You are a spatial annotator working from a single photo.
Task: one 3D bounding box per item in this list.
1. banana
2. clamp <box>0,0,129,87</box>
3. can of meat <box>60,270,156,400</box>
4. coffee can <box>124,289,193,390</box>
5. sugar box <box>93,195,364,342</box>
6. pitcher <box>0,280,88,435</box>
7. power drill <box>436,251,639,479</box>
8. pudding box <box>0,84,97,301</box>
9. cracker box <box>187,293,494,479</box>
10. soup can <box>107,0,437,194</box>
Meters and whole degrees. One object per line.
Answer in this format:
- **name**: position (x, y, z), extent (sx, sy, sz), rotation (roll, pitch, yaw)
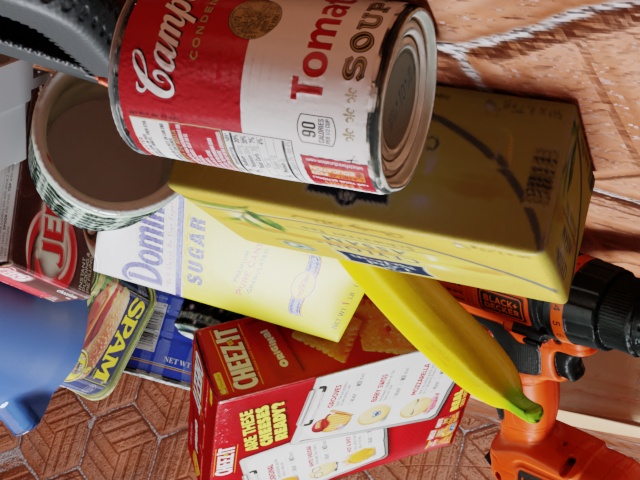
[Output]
- **banana**: position (0.058, 0.032, 0.638), extent (0.198, 0.037, 0.070), rotation (45, 162, 6)
- **clamp**: position (-0.143, -0.106, 0.398), extent (0.209, 0.036, 0.165), rotation (21, 169, -40)
- **can of meat**: position (-0.179, 0.060, 0.794), extent (0.057, 0.102, 0.084), rotation (23, 171, 25)
- **coffee can**: position (-0.106, 0.052, 0.893), extent (0.103, 0.140, 0.103), rotation (15, 170, 3)
- **sugar box**: position (-0.055, 0.001, 0.696), extent (0.176, 0.048, 0.093), rotation (15, 129, -11)
- **pitcher**: position (-0.252, 0.024, 0.628), extent (0.149, 0.145, 0.242), rotation (18, 172, 16)
- **power drill**: position (0.157, 0.087, 0.660), extent (0.185, 0.057, 0.187), rotation (19, 133, 45)
- **pudding box**: position (-0.165, -0.028, 0.627), extent (0.039, 0.113, 0.090), rotation (-3, 165, 15)
- **cracker box**: position (0.010, 0.113, 0.806), extent (0.213, 0.072, 0.164), rotation (-12, 142, -18)
- **soup can**: position (-0.016, -0.057, 0.387), extent (0.102, 0.068, 0.068), rotation (11, 169, 20)
